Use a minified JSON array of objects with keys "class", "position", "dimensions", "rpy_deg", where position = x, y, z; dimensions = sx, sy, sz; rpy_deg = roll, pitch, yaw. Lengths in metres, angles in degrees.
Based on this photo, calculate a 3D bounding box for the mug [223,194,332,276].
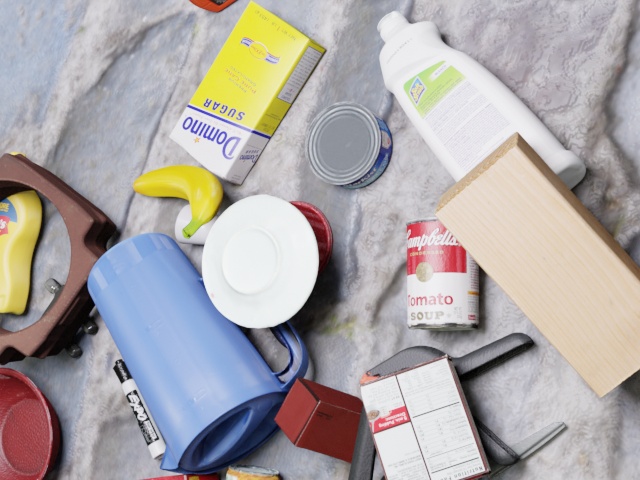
[{"class":"mug","position":[-0.057,0.001,1.094],"dimensions":[0.117,0.081,0.093],"rpy_deg":[-12,77,26]}]

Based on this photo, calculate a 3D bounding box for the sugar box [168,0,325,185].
[{"class":"sugar box","position":[-0.081,-0.158,1.151],"dimensions":[0.093,0.048,0.176],"rpy_deg":[38,100,27]}]

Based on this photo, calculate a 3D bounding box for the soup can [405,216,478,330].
[{"class":"soup can","position":[0.115,0.033,1.007],"dimensions":[0.069,0.068,0.102],"rpy_deg":[-3,82,28]}]

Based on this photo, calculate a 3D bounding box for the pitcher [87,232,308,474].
[{"class":"pitcher","position":[-0.133,0.104,1.102],"dimensions":[0.243,0.148,0.145],"rpy_deg":[54,138,27]}]

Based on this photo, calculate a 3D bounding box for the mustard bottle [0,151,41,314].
[{"class":"mustard bottle","position":[-0.381,-0.012,1.283],"dimensions":[0.096,0.058,0.191],"rpy_deg":[9,87,33]}]

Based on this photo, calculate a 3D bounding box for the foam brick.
[{"class":"foam brick","position":[0.007,0.174,1.031],"dimensions":[0.053,0.078,0.051],"rpy_deg":[-61,31,7]}]

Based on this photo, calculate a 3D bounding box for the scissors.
[{"class":"scissors","position":[0.129,0.213,1.002],"dimensions":[0.096,0.016,0.202],"rpy_deg":[45,103,26]}]

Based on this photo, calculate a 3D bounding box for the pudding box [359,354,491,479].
[{"class":"pudding box","position":[0.092,0.169,0.957],"dimensions":[0.090,0.039,0.113],"rpy_deg":[-20,74,6]}]

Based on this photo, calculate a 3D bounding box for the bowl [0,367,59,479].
[{"class":"bowl","position":[-0.356,0.228,1.237],"dimensions":[0.162,0.055,0.162],"rpy_deg":[-4,81,27]}]

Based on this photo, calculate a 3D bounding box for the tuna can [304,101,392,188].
[{"class":"tuna can","position":[0.029,-0.096,1.090],"dimensions":[0.086,0.033,0.086],"rpy_deg":[-4,81,27]}]

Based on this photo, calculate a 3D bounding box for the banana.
[{"class":"banana","position":[-0.147,-0.054,1.142],"dimensions":[0.198,0.069,0.037],"rpy_deg":[33,145,62]}]

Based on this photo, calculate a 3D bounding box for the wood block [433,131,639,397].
[{"class":"wood block","position":[0.201,0.017,0.905],"dimensions":[0.091,0.090,0.206],"rpy_deg":[-42,92,17]}]

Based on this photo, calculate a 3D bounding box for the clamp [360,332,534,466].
[{"class":"clamp","position":[0.122,0.132,1.006],"dimensions":[0.172,0.039,0.120],"rpy_deg":[13,77,31]}]

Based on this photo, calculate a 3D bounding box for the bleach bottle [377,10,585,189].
[{"class":"bleach bottle","position":[0.138,-0.131,1.022],"dimensions":[0.103,0.068,0.251],"rpy_deg":[-41,64,16]}]

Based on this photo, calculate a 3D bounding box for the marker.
[{"class":"marker","position":[-0.200,0.184,1.180],"dimensions":[0.020,0.020,0.121],"rpy_deg":[-37,68,19]}]
